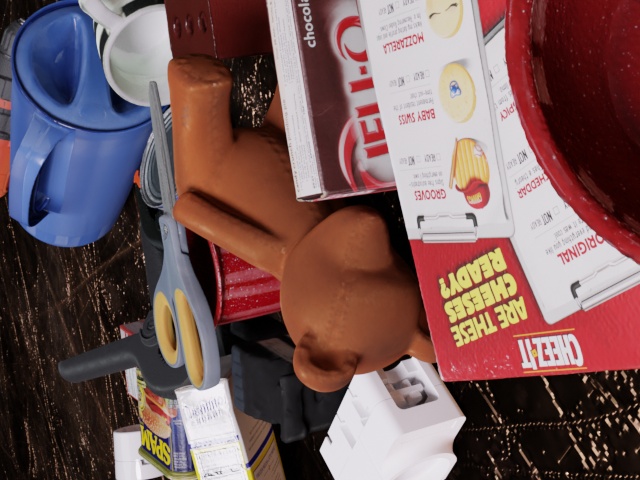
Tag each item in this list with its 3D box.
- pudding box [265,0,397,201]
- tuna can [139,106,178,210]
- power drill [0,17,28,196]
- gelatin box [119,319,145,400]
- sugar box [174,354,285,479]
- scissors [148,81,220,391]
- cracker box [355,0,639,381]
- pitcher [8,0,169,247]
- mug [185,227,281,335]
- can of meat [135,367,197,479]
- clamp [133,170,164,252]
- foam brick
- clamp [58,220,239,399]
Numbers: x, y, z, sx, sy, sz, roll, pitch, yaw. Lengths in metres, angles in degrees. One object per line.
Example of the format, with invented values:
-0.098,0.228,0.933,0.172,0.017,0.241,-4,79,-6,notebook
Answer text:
0.025,-0.081,0.553,0.039,0.089,0.113,-11,90,62,pudding box
-0.102,-0.061,0.817,0.086,0.033,0.086,-28,53,44,tuna can
-0.309,-0.153,1.086,0.187,0.057,0.185,-98,30,-66,power drill
-0.162,0.122,1.030,0.089,0.030,0.073,17,116,59,gelatin box
-0.056,0.176,0.778,0.093,0.048,0.176,-37,-69,-80,sugar box
-0.104,0.003,0.720,0.096,0.016,0.202,-25,78,61,scissors
0.097,-0.055,0.451,0.164,0.072,0.214,-19,83,62,cracker box
-0.221,-0.084,0.951,0.145,0.149,0.243,68,153,20,pitcher
-0.055,0.001,0.735,0.093,0.081,0.117,-6,94,62,mug
-0.125,0.155,0.945,0.102,0.057,0.084,14,109,59,can of meat
-0.115,-0.007,0.879,0.172,0.039,0.120,35,109,56,clamp
-0.068,-0.151,0.738,0.078,0.051,0.053,9,108,60,foam brick
-0.130,0.067,0.906,0.210,0.036,0.164,13,76,45,clamp
